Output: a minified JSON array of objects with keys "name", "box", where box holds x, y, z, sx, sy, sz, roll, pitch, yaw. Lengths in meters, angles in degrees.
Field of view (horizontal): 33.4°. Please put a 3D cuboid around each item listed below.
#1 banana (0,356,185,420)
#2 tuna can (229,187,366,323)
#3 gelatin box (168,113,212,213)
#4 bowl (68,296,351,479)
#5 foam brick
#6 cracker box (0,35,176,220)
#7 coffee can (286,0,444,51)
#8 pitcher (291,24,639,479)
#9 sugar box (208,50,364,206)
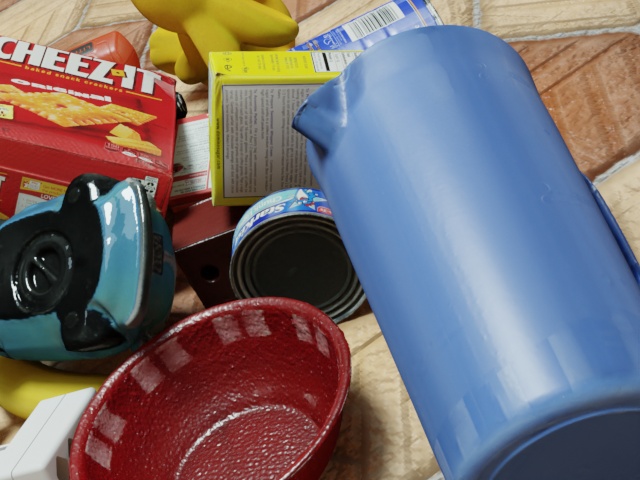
[{"name":"banana","box":[-0.168,0.089,0.687,0.198,0.037,0.069,15,51,45]},{"name":"tuna can","box":[-0.011,0.011,0.644,0.086,0.086,0.033,-19,32,11]},{"name":"gelatin box","box":[-0.076,-0.060,0.817,0.073,0.030,0.089,-11,50,14]},{"name":"bowl","box":[-0.050,0.105,0.570,0.162,0.055,0.162,-18,34,13]},{"name":"foam brick","box":[-0.055,0.001,0.717,0.078,0.053,0.051,-21,34,8]},{"name":"cracker box","box":[-0.191,-0.079,0.784,0.164,0.072,0.214,13,24,-13]},{"name":"coffee can","box":[0.025,-0.102,0.758,0.140,0.102,0.103,-26,33,1]},{"name":"pitcher","box":[0.091,0.015,0.523,0.149,0.145,0.243,-21,46,4]},{"name":"sugar box","box":[0.018,-0.072,0.677,0.176,0.093,0.048,-2,34,-9]}]
